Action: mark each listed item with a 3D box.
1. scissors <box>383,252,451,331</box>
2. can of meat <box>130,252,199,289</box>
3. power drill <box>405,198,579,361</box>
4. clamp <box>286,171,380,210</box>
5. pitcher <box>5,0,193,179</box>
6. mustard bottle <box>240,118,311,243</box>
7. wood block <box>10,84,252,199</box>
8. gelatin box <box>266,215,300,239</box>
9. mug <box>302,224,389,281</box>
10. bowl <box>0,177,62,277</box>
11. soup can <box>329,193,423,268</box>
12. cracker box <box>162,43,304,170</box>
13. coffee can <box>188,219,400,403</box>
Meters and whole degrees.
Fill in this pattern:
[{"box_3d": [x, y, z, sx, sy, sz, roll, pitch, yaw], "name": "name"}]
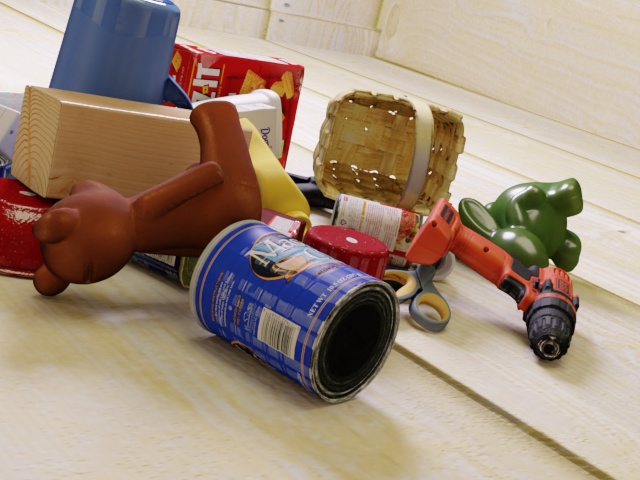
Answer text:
[{"box_3d": [0.122, 0.047, 1.119, 0.096, 0.016, 0.201, 40, 30, 22], "name": "scissors"}, {"box_3d": [-0.128, 0.004, 1.037, 0.084, 0.057, 0.101, 21, 16, 32], "name": "can of meat"}, {"box_3d": [0.182, 0.040, 1.108, 0.187, 0.057, 0.184, 34, 20, 1], "name": "power drill"}, {"box_3d": [-0.013, -0.070, 1.448, 0.209, 0.036, 0.165, 5, 17, -17], "name": "clamp"}, {"box_3d": [-0.217, -0.142, 1.126, 0.145, 0.243, 0.149, 27, 17, 33], "name": "pitcher"}, {"box_3d": [-0.059, -0.053, 1.219, 0.058, 0.096, 0.192, -19, 44, -17], "name": "mustard bottle"}, {"box_3d": [-0.181, -0.086, 1.041, 0.205, 0.091, 0.090, 4, 15, -38], "name": "wood block"}, {"box_3d": [-0.045, 0.022, 1.014, 0.030, 0.073, 0.089, 16, 14, 3], "name": "gelatin box"}, {"box_3d": [0.008, 0.035, 0.995, 0.117, 0.081, 0.093, 1, 20, -41], "name": "mug"}, {"box_3d": [-0.277, -0.018, 0.988, 0.162, 0.055, 0.162, 13, 15, -4], "name": "bowl"}, {"box_3d": [0.062, -0.011, 1.242, 0.102, 0.068, 0.068, 13, 15, -1], "name": "soup can"}, {"box_3d": [-0.130, -0.184, 1.512, 0.213, 0.164, 0.072, -1, 19, -45], "name": "cracker box"}, {"box_3d": [-0.022, 0.054, 0.858, 0.140, 0.103, 0.102, 25, 19, 36], "name": "coffee can"}]
